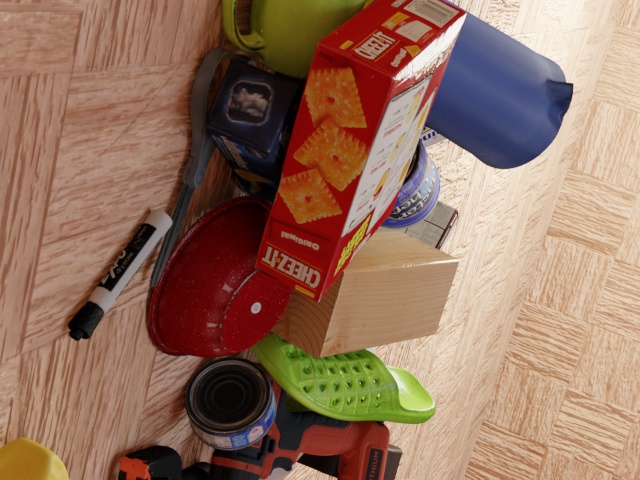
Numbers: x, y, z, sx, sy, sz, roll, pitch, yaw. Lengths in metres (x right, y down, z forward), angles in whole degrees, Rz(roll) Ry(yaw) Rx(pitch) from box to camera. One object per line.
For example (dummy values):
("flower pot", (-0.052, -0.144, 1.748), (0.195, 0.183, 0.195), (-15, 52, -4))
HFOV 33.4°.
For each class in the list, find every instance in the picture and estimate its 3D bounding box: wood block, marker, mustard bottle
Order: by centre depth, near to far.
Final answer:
("mustard bottle", (-0.210, 0.225, 0.789), (0.096, 0.058, 0.191), (-58, 159, -28))
("marker", (-0.151, 0.026, 0.801), (0.121, 0.020, 0.020), (-58, 159, -30))
("wood block", (0.040, 0.048, 1.073), (0.205, 0.090, 0.091), (-4, 115, -52))

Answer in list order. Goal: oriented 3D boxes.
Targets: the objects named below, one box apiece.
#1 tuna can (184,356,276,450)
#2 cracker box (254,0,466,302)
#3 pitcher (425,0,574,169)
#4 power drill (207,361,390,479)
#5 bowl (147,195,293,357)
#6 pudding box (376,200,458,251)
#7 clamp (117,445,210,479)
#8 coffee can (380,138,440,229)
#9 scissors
("tuna can", (-0.086, 0.155, 1.019), (0.086, 0.086, 0.034), (-57, 157, -31))
("cracker box", (0.030, -0.082, 0.864), (0.164, 0.072, 0.214), (-48, 161, -51))
("pitcher", (0.128, -0.171, 1.099), (0.242, 0.145, 0.149), (22, 116, -40))
("power drill", (-0.025, 0.234, 1.107), (0.057, 0.187, 0.184), (-12, -118, 59))
("bowl", (-0.073, 0.044, 0.928), (0.161, 0.055, 0.162), (-38, 146, -32))
("pudding box", (0.102, -0.019, 1.319), (0.090, 0.113, 0.039), (-59, 162, -26))
("clamp", (-0.151, 0.245, 1.012), (0.210, 0.036, 0.164), (87, 24, -50))
("coffee can", (0.073, -0.077, 1.189), (0.103, 0.103, 0.140), (-67, 161, -6))
("scissors", (-0.102, -0.066, 0.840), (0.096, 0.016, 0.201), (65, 48, -69))
